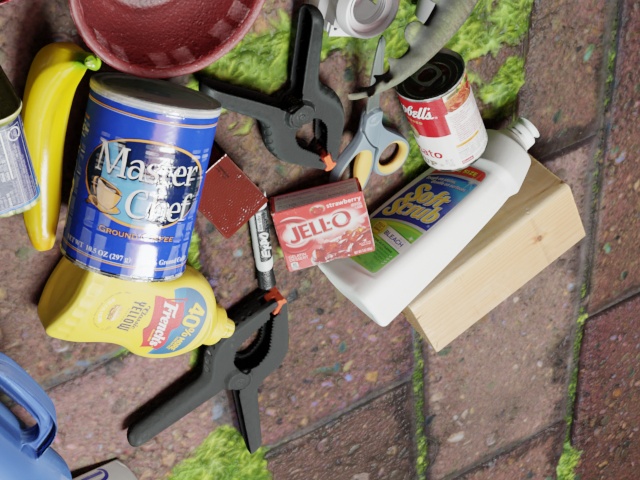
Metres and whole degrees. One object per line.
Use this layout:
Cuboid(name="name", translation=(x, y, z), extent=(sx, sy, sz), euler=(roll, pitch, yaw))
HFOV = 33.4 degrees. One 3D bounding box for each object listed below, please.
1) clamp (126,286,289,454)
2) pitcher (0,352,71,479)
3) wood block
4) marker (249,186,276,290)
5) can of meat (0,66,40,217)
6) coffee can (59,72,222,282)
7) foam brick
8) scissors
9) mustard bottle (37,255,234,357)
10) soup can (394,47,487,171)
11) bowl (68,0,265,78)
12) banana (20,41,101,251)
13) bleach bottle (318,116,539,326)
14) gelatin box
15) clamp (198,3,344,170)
Cuboid(name="clamp", translation=(-0.085, 0.141, 1.102), extent=(0.164, 0.036, 0.210), euler=(21, 109, -43))
Cuboid(name="pitcher", translation=(-0.306, 0.177, 0.908), extent=(0.145, 0.149, 0.242), euler=(-60, 146, -22))
Cuboid(name="wood block", translation=(0.168, 0.009, 1.137), extent=(0.206, 0.090, 0.090), euler=(-37, 136, -4))
Cuboid(name="marker", translation=(-0.057, 0.001, 1.023), extent=(0.020, 0.020, 0.121), euler=(-22, 134, -20))
Cuboid(name="can of meat", translation=(-0.244, -0.076, 0.770), extent=(0.057, 0.102, 0.084), euler=(-21, 136, -19))
Cuboid(name="coffee can", translation=(-0.142, -0.051, 0.841), extent=(0.102, 0.103, 0.140), euler=(2, 110, -37))
Cuboid(name="foam brick", translation=(-0.093, -0.051, 0.932), extent=(0.053, 0.051, 0.078), euler=(-42, 137, -1))
Cuboid(name="scissors", translation=(0.060, -0.114, 0.987), extent=(0.096, 0.016, 0.202), euler=(-18, 146, -34))
Cuboid(name="mustard bottle", translation=(-0.154, 0.061, 0.974), extent=(0.191, 0.058, 0.096), euler=(21, 111, -44))
Cuboid(name="soup can", translation=(0.115, -0.122, 1.010), extent=(0.068, 0.069, 0.102), euler=(-36, 137, -6))
Cuboid(name="bowl", translation=(-0.117, -0.204, 0.789), extent=(0.161, 0.055, 0.162), euler=(-19, 132, -22))
Cuboid(name="banana", translation=(-0.208, -0.080, 0.815), extent=(0.037, 0.070, 0.198), euler=(-1, 137, -27))
Cuboid(name="bleach bottle", translation=(0.118, -0.032, 1.075), extent=(0.250, 0.103, 0.068), euler=(-44, 133, -6))
Cuboid(name="gelatin box", translation=(0.002, -0.015, 1.018), extent=(0.089, 0.030, 0.073), euler=(-14, 128, 1))
Cuboid(name="clamp", translation=(-0.019, -0.126, 0.932), extent=(0.120, 0.039, 0.171), euler=(-37, 143, 9))
